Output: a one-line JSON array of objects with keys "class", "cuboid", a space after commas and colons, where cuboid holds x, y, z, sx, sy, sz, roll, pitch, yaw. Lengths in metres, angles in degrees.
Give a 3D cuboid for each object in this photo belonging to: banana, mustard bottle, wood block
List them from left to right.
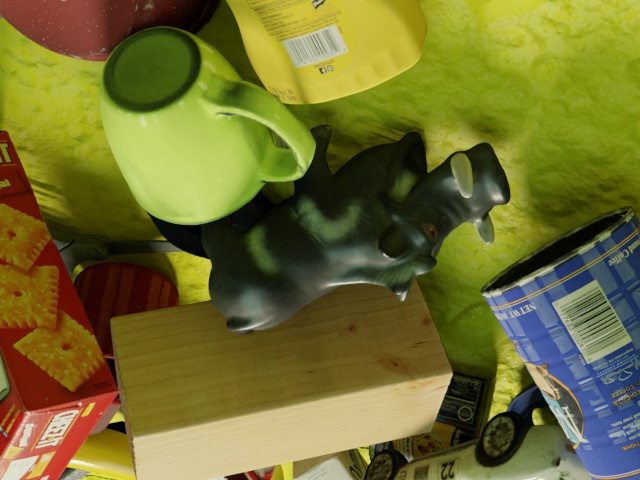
[{"class": "banana", "cuboid": [-0.201, 0.174, 0.876, 0.197, 0.070, 0.037, 15, 104, -30]}, {"class": "mustard bottle", "cuboid": [-0.024, -0.162, 0.546, 0.096, 0.058, 0.191, -11, 130, 29]}, {"class": "wood block", "cuboid": [-0.029, 0.091, 0.714, 0.206, 0.090, 0.091, -10, 145, -13]}]

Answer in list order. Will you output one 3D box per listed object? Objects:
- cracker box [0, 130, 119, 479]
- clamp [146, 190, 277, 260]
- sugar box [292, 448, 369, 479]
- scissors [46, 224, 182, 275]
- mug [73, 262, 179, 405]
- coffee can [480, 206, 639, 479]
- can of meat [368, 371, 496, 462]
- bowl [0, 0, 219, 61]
[{"class": "cracker box", "cuboid": [-0.227, 0.058, 0.727, 0.071, 0.214, 0.164, -8, 149, -38]}, {"class": "clamp", "cuboid": [-0.055, 0.001, 0.738, 0.171, 0.039, 0.120, 26, 127, -7]}, {"class": "sugar box", "cuboid": [0.042, 0.230, 0.863, 0.048, 0.093, 0.176, -31, 102, 4]}, {"class": "scissors", "cuboid": [-0.175, 0.018, 0.818, 0.202, 0.016, 0.096, 10, 138, 10]}, {"class": "mug", "cuboid": [-0.147, 0.075, 0.810, 0.093, 0.081, 0.117, -7, 147, 18]}, {"class": "coffee can", "cuboid": [0.175, 0.065, 0.635, 0.103, 0.102, 0.140, -31, 90, 40]}, {"class": "can of meat", "cuboid": [0.084, 0.140, 0.819, 0.084, 0.057, 0.102, 12, 137, 10]}, {"class": "bowl", "cuboid": [-0.137, -0.156, 0.596, 0.162, 0.055, 0.162, 10, 137, 10]}]
